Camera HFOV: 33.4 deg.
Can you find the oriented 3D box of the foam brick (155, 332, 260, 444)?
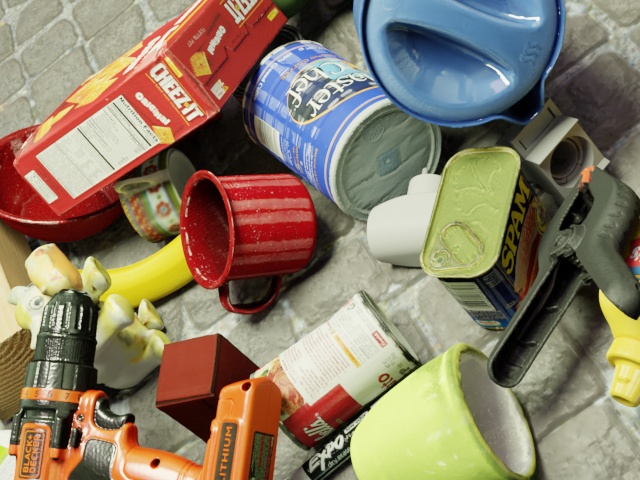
[{"bbox_3d":[-0.078,0.113,0.797,0.053,0.078,0.051,-14,51,23],"label":"foam brick"}]

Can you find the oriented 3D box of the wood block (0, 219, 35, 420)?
[{"bbox_3d":[-0.308,0.047,0.970,0.090,0.090,0.206,-36,54,3],"label":"wood block"}]

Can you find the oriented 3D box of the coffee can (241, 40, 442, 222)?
[{"bbox_3d":[0.015,-0.090,0.861,0.103,0.102,0.140,-47,45,-3],"label":"coffee can"}]

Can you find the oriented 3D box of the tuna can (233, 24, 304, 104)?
[{"bbox_3d":[-0.046,-0.160,1.003,0.086,0.033,0.086,-18,50,23],"label":"tuna can"}]

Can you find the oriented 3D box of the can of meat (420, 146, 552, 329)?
[{"bbox_3d":[0.119,0.001,0.735,0.058,0.083,0.102,-1,58,34],"label":"can of meat"}]

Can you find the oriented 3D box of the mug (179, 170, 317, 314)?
[{"bbox_3d":[-0.056,0.001,0.849,0.093,0.081,0.117,8,101,57],"label":"mug"}]

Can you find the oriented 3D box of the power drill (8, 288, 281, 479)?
[{"bbox_3d":[-0.123,0.126,0.728,0.188,0.057,0.184,0,78,22],"label":"power drill"}]

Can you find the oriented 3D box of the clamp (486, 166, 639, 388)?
[{"bbox_3d":[0.169,0.010,0.667,0.120,0.039,0.171,-28,28,51],"label":"clamp"}]

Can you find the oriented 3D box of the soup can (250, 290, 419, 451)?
[{"bbox_3d":[0.010,0.091,0.757,0.102,0.068,0.068,-39,45,4],"label":"soup can"}]

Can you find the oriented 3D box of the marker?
[{"bbox_3d":[0.006,0.152,0.749,0.121,0.020,0.020,-40,45,4],"label":"marker"}]

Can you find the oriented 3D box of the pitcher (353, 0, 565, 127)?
[{"bbox_3d":[0.079,-0.174,0.787,0.145,0.149,0.243,2,14,-4],"label":"pitcher"}]

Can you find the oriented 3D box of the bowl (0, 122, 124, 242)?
[{"bbox_3d":[-0.245,-0.048,1.016,0.162,0.055,0.162,1,40,-1],"label":"bowl"}]

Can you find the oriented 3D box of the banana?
[{"bbox_3d":[-0.148,0.019,0.922,0.198,0.069,0.037,-20,27,12],"label":"banana"}]

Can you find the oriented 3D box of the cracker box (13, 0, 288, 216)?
[{"bbox_3d":[-0.148,-0.129,0.919,0.214,0.072,0.164,-27,23,36],"label":"cracker box"}]
